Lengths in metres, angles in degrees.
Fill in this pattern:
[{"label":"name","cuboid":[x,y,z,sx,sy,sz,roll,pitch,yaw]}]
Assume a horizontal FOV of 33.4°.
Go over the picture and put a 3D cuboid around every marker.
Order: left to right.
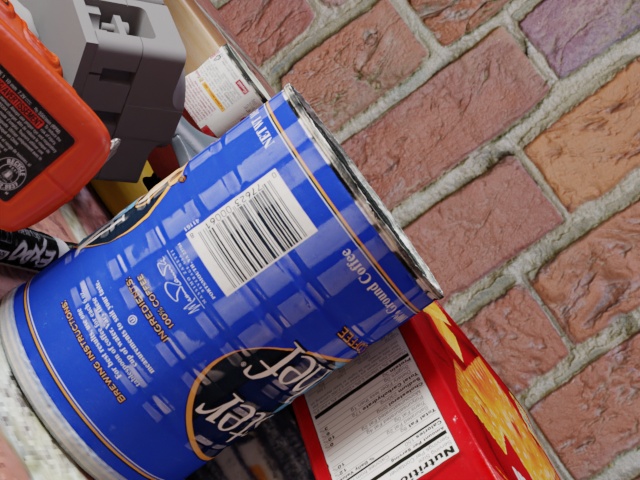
[{"label":"marker","cuboid":[-0.124,0.003,0.440,0.020,0.020,0.121,56,6,14]}]

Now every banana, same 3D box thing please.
[{"label":"banana","cuboid":[-0.137,-0.070,0.667,0.198,0.037,0.069,58,9,35]}]

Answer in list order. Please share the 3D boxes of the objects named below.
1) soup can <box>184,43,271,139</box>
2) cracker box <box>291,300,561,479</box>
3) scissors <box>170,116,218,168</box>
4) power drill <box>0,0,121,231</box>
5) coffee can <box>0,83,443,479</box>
[{"label":"soup can","cuboid":[-0.096,-0.104,0.866,0.068,0.102,0.068,53,6,-8]},{"label":"cracker box","cuboid":[0.066,0.116,0.448,0.164,0.072,0.214,49,9,-31]},{"label":"scissors","cuboid":[-0.101,-0.065,0.710,0.201,0.016,0.096,38,37,-33]},{"label":"power drill","cuboid":[-0.162,-0.095,0.429,0.184,0.057,0.188,47,2,-37]},{"label":"coffee can","cuboid":[-0.038,0.021,0.420,0.103,0.140,0.103,53,6,-9]}]
